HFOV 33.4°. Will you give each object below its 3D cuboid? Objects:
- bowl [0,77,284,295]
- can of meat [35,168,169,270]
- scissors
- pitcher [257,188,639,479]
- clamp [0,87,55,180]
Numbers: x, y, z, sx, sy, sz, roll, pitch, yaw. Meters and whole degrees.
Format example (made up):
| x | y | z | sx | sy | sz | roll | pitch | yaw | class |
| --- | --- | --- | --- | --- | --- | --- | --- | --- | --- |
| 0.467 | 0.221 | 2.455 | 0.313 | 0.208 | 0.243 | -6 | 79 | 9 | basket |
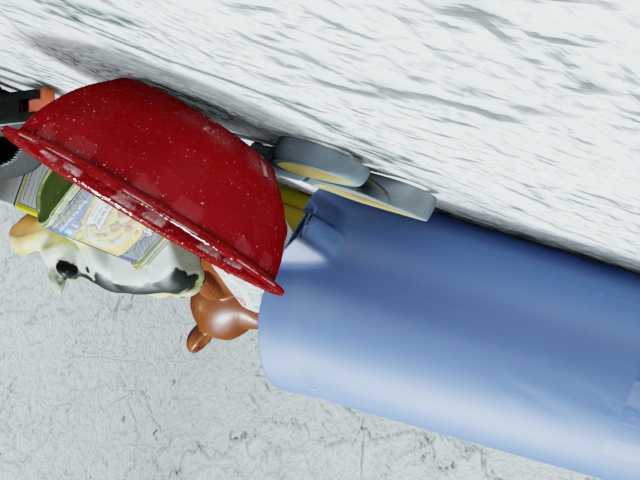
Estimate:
| x | y | z | sx | sy | sz | roll | pitch | yaw | class |
| --- | --- | --- | --- | --- | --- | --- | --- | --- | --- |
| -0.076 | -0.035 | 0.538 | 0.162 | 0.055 | 0.162 | 30 | 173 | 4 | bowl |
| -0.139 | -0.036 | 0.749 | 0.083 | 0.102 | 0.057 | 24 | -145 | -33 | can of meat |
| -0.034 | -0.048 | 0.575 | 0.202 | 0.016 | 0.096 | 19 | 176 | 29 | scissors |
| 0.099 | 0.060 | 0.615 | 0.243 | 0.145 | 0.149 | 15 | -161 | 27 | pitcher |
| -0.262 | -0.057 | 0.778 | 0.210 | 0.036 | 0.164 | -17 | 158 | 24 | clamp |
